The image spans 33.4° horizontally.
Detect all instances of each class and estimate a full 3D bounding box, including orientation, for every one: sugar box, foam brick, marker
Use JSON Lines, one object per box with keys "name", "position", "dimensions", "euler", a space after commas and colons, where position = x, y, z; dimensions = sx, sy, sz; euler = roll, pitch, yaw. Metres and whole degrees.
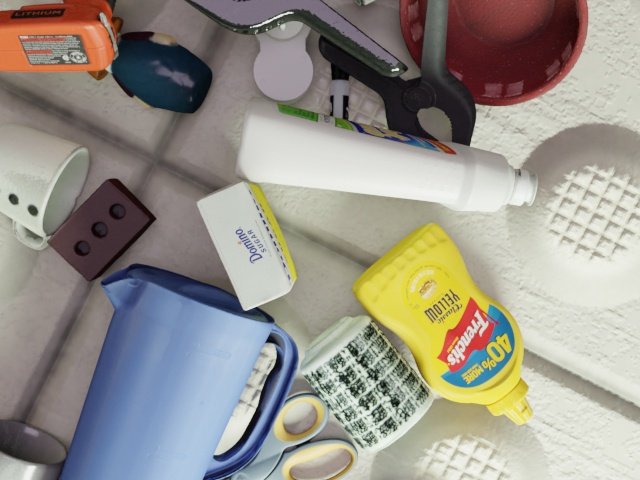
{"name": "sugar box", "position": [-0.055, 0.001, 0.878], "dimensions": [0.048, 0.176, 0.093], "euler": [-24, 92, -1]}
{"name": "foam brick", "position": [-0.190, -0.010, 0.936], "dimensions": [0.053, 0.051, 0.078], "euler": [43, 90, -3]}
{"name": "marker", "position": [0.017, -0.111, 0.955], "dimensions": [0.020, 0.020, 0.121], "euler": [2, 91, -2]}

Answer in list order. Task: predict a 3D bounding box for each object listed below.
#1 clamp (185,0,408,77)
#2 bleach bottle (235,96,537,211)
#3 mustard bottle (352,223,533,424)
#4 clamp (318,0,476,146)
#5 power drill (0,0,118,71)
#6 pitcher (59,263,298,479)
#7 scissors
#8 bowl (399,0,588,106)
{"name": "clamp", "position": [-0.024, -0.225, 0.865], "dimensions": [0.210, 0.036, 0.164], "euler": [6, 96, -1]}
{"name": "bleach bottle", "position": [0.056, -0.066, 0.904], "dimensions": [0.250, 0.102, 0.068], "euler": [10, 102, -4]}
{"name": "mustard bottle", "position": [0.122, 0.085, 0.944], "dimensions": [0.096, 0.058, 0.191], "euler": [-40, 93, -11]}
{"name": "clamp", "position": [0.091, -0.138, 0.924], "dimensions": [0.120, 0.039, 0.171], "euler": [-29, 110, 31]}
{"name": "power drill", "position": [-0.226, -0.227, 0.887], "dimensions": [0.184, 0.057, 0.187], "euler": [0, 59, 7]}
{"name": "pitcher", "position": [-0.132, 0.153, 0.908], "dimensions": [0.149, 0.144, 0.243], "euler": [22, 93, 20]}
{"name": "scissors", "position": [-0.067, 0.195, 0.963], "dimensions": [0.201, 0.016, 0.096], "euler": [-9, 90, -1]}
{"name": "bowl", "position": [0.152, -0.200, 0.918], "dimensions": [0.162, 0.055, 0.162], "euler": [11, 124, 17]}
